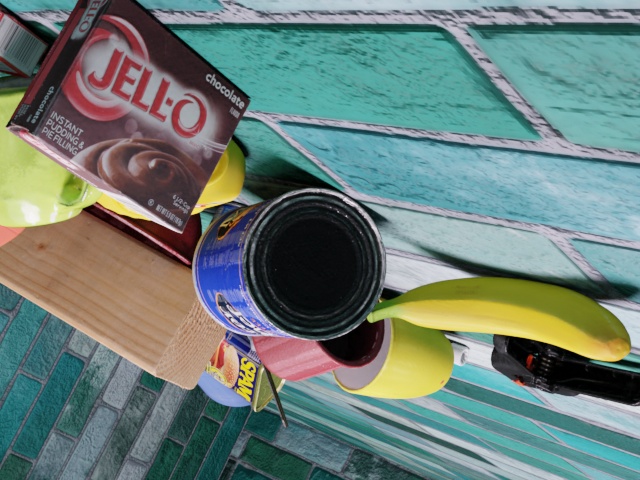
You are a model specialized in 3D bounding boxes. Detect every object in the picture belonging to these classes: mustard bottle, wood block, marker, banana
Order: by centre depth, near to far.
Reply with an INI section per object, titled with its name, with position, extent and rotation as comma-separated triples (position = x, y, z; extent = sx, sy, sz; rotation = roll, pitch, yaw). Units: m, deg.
[banana]
position = 0.124, 0.051, 0.696
extent = 0.198, 0.069, 0.037
rotation = 2, 118, 45
[mustard bottle]
position = -0.104, -0.050, 0.739
extent = 0.096, 0.058, 0.192
rotation = 15, 171, -21
[wood block]
position = -0.186, 0.038, 0.930
extent = 0.206, 0.090, 0.090
rotation = 27, 172, 20
[marker]
position = 0.089, 0.095, 1.046
extent = 0.121, 0.020, 0.020
rotation = 18, 166, 33

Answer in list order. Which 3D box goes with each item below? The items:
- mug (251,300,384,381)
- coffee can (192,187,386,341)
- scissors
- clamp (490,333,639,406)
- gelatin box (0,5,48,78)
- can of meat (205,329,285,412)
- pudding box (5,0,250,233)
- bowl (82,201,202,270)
[mug]
position = -0.014, 0.071, 0.910
extent = 0.117, 0.093, 0.082
rotation = 18, 150, -38
[coffee can]
position = -0.027, 0.019, 0.770
extent = 0.102, 0.103, 0.140
rotation = 30, 167, -16
[scissors]
position = -0.071, 0.083, 1.067
extent = 0.096, 0.016, 0.202
rotation = 72, 176, -49
[clamp]
position = 0.170, 0.095, 0.836
extent = 0.120, 0.039, 0.172
rotation = 29, 168, -7
[gelatin box]
position = -0.232, -0.143, 0.689
extent = 0.073, 0.030, 0.089
rotation = 17, 165, 43
[can of meat]
position = -0.082, 0.123, 1.157
extent = 0.084, 0.057, 0.102
rotation = 33, 141, 18
[pudding box]
position = -0.102, -0.070, 0.586
extent = 0.039, 0.090, 0.113
rotation = 17, 165, 44
[bowl]
position = -0.158, -0.035, 0.907
extent = 0.162, 0.055, 0.162
rotation = 30, 172, 5
